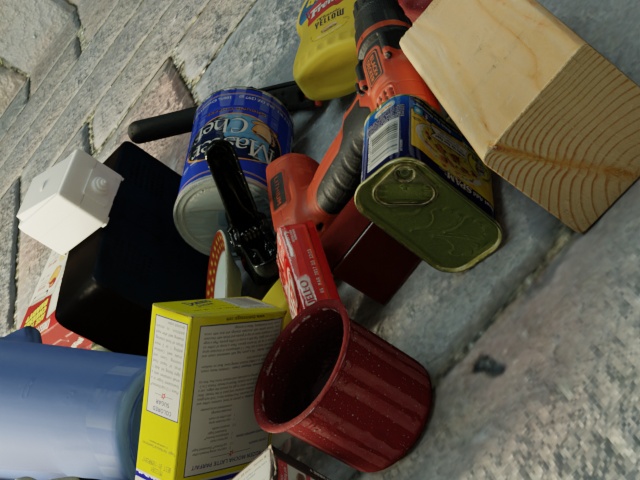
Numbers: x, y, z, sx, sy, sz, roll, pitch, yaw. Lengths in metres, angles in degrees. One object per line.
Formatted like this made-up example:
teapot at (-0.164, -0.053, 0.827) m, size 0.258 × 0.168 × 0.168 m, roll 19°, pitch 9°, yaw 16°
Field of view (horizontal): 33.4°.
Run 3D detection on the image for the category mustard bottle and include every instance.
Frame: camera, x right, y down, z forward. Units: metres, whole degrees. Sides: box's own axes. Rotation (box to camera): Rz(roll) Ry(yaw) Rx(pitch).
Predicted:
mustard bottle at (0.022, -0.220, 1.067) m, size 0.096 × 0.058 × 0.191 m, roll -26°, pitch 35°, yaw 21°

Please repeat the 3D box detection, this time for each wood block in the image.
wood block at (0.134, -0.105, 0.701) m, size 0.090 × 0.090 × 0.206 m, roll -49°, pitch 27°, yaw 17°

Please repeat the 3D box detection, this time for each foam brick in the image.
foam brick at (0.044, -0.003, 0.788) m, size 0.078 × 0.053 × 0.051 m, roll -51°, pitch 26°, yaw 9°

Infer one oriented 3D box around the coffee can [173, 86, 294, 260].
coffee can at (-0.080, -0.065, 1.019) m, size 0.103 × 0.102 × 0.140 m, roll -39°, pitch 30°, yaw 33°

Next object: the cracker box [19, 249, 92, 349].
cracker box at (-0.277, 0.040, 1.284) m, size 0.164 × 0.072 × 0.213 m, roll -31°, pitch 36°, yaw 44°

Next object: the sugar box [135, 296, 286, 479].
sugar box at (-0.076, 0.129, 0.715) m, size 0.048 × 0.093 × 0.176 m, roll 15°, pitch 100°, yaw 39°

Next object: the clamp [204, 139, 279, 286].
clamp at (-0.056, 0.001, 0.898) m, size 0.039 × 0.171 × 0.120 m, roll -19°, pitch 65°, yaw -2°

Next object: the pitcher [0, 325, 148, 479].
pitcher at (-0.220, 0.162, 0.917) m, size 0.243 × 0.149 × 0.144 m, roll -2°, pitch 12°, yaw 36°

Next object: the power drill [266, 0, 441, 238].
power drill at (0.022, -0.097, 0.875) m, size 0.188 × 0.057 × 0.184 m, roll -55°, pitch 29°, yaw 34°

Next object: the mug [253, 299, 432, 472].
mug at (0.013, 0.093, 0.695) m, size 0.093 × 0.081 × 0.117 m, roll -54°, pitch 26°, yaw 5°

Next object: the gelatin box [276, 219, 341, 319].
gelatin box at (-0.009, 0.038, 0.777) m, size 0.089 × 0.030 × 0.073 m, roll 92°, pitch 163°, yaw -63°

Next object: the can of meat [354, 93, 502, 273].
can of meat at (0.073, -0.041, 0.724) m, size 0.058 × 0.102 × 0.084 m, roll -38°, pitch 29°, yaw 32°

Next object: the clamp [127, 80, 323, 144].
clamp at (-0.090, -0.138, 1.117) m, size 0.210 × 0.036 × 0.164 m, roll -2°, pitch 18°, yaw 45°
